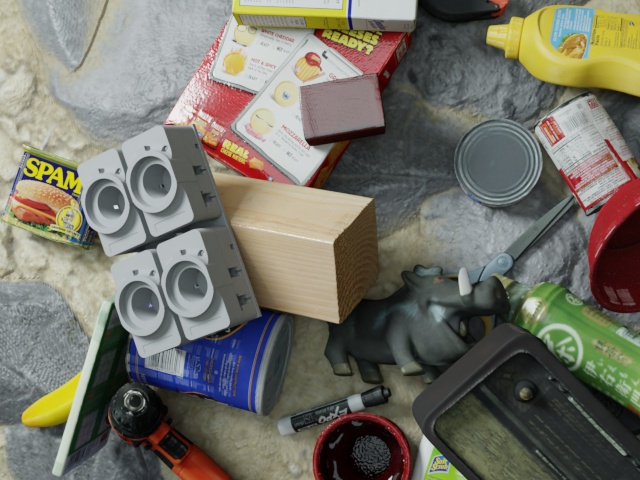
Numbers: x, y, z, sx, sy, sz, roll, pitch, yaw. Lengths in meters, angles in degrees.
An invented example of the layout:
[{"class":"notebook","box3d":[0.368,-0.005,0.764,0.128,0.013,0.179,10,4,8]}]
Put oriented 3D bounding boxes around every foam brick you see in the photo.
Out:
[{"class":"foam brick","box3d":[0.021,-0.123,1.012,0.078,0.053,0.051,-10,87,2]}]

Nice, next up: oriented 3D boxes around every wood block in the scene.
[{"class":"wood block","box3d":[-0.056,0.001,1.021,0.206,0.090,0.091,11,124,26]}]

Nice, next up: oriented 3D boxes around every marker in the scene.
[{"class":"marker","box3d":[0.014,0.169,1.061,0.121,0.020,0.020,-21,82,17]}]

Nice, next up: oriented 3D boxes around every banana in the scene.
[{"class":"banana","box3d":[-0.232,0.125,1.109,0.070,0.037,0.198,34,91,18]}]

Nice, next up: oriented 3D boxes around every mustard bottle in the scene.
[{"class":"mustard bottle","box3d":[0.257,-0.187,1.034,0.192,0.058,0.096,10,52,11]}]

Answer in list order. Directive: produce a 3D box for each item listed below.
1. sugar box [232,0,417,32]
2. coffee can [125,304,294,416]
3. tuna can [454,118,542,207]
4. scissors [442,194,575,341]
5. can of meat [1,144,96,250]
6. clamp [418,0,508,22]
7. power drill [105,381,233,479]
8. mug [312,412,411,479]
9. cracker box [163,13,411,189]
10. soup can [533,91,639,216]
[{"class":"sugar box","box3d":[0.007,-0.253,1.030,0.176,0.048,0.093,4,83,3]},{"class":"coffee can","box3d":[-0.107,0.107,1.055,0.140,0.102,0.103,13,87,11]},{"class":"tuna can","box3d":[0.176,-0.076,1.059,0.086,0.033,0.086,-1,85,9]},{"class":"scissors","box3d":[0.184,0.043,1.057,0.202,0.016,0.096,-28,82,6]},{"class":"can of meat","box3d":[-0.276,-0.045,1.122,0.102,0.057,0.084,20,91,11]},{"class":"clamp","box3d":[0.105,-0.267,1.086,0.171,0.039,0.120,38,92,11]},{"class":"power drill","box3d":[-0.124,0.208,1.019,0.187,0.184,0.057,41,74,4]},{"class":"mug","box3d":[0.047,0.222,1.029,0.093,0.081,0.117,-15,82,8]},{"class":"cracker box","box3d":[-0.031,-0.160,1.084,0.164,0.072,0.214,32,89,9]},{"class":"soup can","box3d":[0.259,-0.084,1.029,0.068,0.068,0.102,-30,80,5]}]
